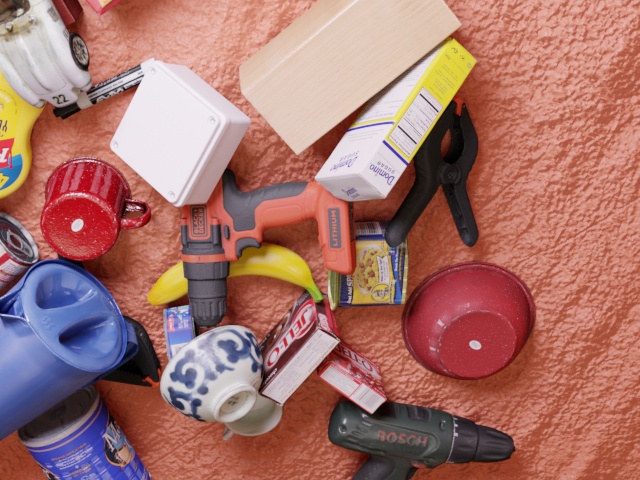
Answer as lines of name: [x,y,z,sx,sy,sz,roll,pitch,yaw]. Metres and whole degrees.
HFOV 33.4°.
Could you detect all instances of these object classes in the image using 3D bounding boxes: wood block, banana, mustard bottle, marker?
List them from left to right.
mustard bottle: [-0.344,-0.100,1.099,0.096,0.058,0.192,14,115,-17]
marker: [-0.221,-0.156,1.103,0.121,0.020,0.020,-24,116,7]
banana: [-0.096,0.036,1.190,0.198,0.037,0.069,-1,80,2]
wood block: [0.025,-0.193,1.066,0.206,0.090,0.090,-38,114,13]

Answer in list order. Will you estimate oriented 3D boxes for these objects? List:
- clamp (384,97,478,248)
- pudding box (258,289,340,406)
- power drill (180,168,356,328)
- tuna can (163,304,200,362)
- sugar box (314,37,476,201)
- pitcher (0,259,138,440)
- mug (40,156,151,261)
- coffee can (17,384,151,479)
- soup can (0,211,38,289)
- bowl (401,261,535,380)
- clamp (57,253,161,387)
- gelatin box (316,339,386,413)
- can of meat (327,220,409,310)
clamp: [0.138,-0.068,1.155,0.120,0.039,0.171,8,102,-39]
pudding box: [-0.028,0.120,1.218,0.039,0.090,0.114,31,111,-20]
power drill: [-0.057,0.001,1.133,0.188,0.057,0.184,-1,97,8]
tuna can: [-0.154,0.116,1.208,0.033,0.086,0.086,-9,117,-2]
sugar box: [0.075,-0.119,1.061,0.048,0.093,0.176,38,74,-22]
pitcher: [-0.324,0.139,1.155,0.243,0.145,0.149,-36,101,27]
mug: [-0.238,-0.029,1.130,0.117,0.081,0.093,7,116,-8]
coffee can: [-0.276,0.253,1.257,0.103,0.103,0.140,-22,117,6]
soup can: [-0.366,0.026,1.154,0.102,0.068,0.068,-36,114,13]
bowl: [0.178,0.107,1.250,0.162,0.055,0.162,-2,117,-3]
clamp: [-0.274,0.108,1.221,0.165,0.036,0.209,-33,118,22]
gelatin box: [0.033,0.152,1.249,0.089,0.073,0.030,37,107,-20]
can of meat: [0.053,0.026,1.197,0.084,0.057,0.102,-1,116,-6]
